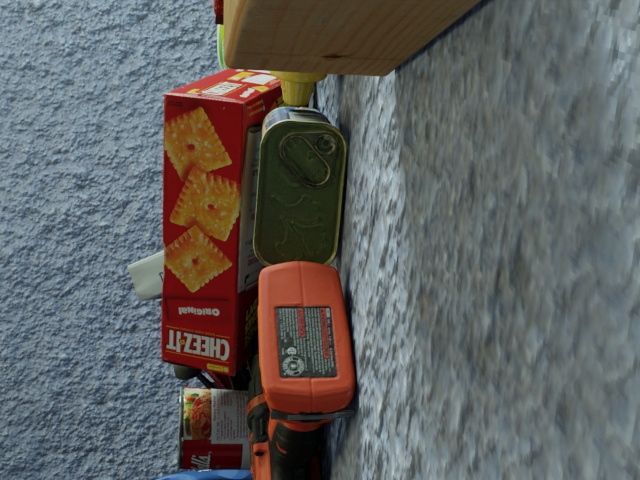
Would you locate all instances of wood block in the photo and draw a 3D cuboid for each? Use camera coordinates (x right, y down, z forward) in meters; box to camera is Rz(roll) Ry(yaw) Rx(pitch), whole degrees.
[{"bbox_3d":[0.008,-0.130,0.450,0.206,0.090,0.090,178,94,-82],"label":"wood block"}]

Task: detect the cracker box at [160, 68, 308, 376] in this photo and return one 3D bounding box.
[{"bbox_3d":[-0.068,-0.025,0.853,0.164,0.072,0.214,-47,-36,-66],"label":"cracker box"}]

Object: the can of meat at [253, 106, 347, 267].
[{"bbox_3d":[-0.016,-0.039,0.738,0.084,0.057,0.102,-104,19,-74],"label":"can of meat"}]

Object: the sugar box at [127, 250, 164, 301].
[{"bbox_3d":[-0.124,0.028,1.136,0.048,0.093,0.176,69,-165,3],"label":"sugar box"}]

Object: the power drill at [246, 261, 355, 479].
[{"bbox_3d":[-0.019,0.097,0.729,0.188,0.057,0.184,98,167,-53],"label":"power drill"}]

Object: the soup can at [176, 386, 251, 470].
[{"bbox_3d":[-0.067,0.156,0.885,0.068,0.102,0.068,-178,90,-82],"label":"soup can"}]
